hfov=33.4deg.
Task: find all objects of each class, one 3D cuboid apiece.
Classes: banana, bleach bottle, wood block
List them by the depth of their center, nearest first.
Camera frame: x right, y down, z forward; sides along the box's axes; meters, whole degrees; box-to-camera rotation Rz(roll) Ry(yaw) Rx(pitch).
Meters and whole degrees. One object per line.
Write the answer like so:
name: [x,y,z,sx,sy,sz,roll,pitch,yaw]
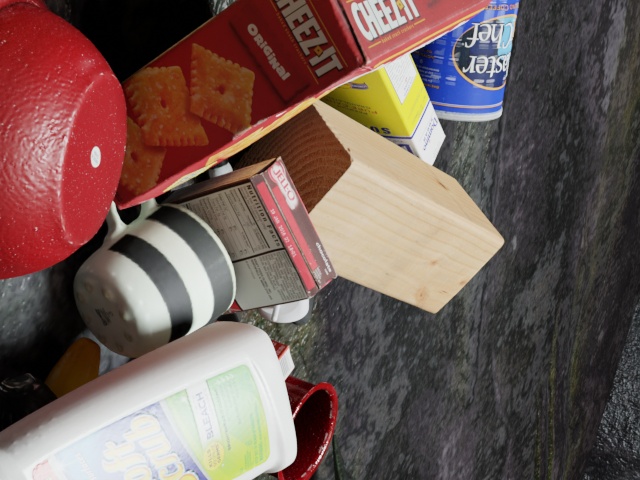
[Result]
bleach bottle: [-0.121,0.131,0.583,0.250,0.068,0.102,-26,110,-46]
banana: [-0.169,0.161,0.707,0.069,0.037,0.198,-31,129,-49]
wood block: [0.041,-0.024,0.842,0.090,0.091,0.205,-47,139,18]

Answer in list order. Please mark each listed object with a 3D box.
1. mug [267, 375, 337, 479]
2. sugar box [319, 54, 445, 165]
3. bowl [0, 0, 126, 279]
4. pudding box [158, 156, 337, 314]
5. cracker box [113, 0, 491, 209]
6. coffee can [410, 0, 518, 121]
mug: [-0.046,0.143,0.885,0.093,0.082,0.117,-57,150,-28]
sugar box: [0.036,-0.121,0.869,0.048,0.093,0.176,-63,152,-17]
bowl: [-0.143,-0.047,0.559,0.162,0.055,0.162,12,89,-83]
pudding box: [-0.055,0.001,0.717,0.039,0.114,0.090,-39,109,-47]
cracker box: [-0.023,-0.108,0.638,0.163,0.214,0.072,-38,101,-49]
coffee can: [0.128,-0.192,0.993,0.102,0.103,0.140,-27,128,-55]
